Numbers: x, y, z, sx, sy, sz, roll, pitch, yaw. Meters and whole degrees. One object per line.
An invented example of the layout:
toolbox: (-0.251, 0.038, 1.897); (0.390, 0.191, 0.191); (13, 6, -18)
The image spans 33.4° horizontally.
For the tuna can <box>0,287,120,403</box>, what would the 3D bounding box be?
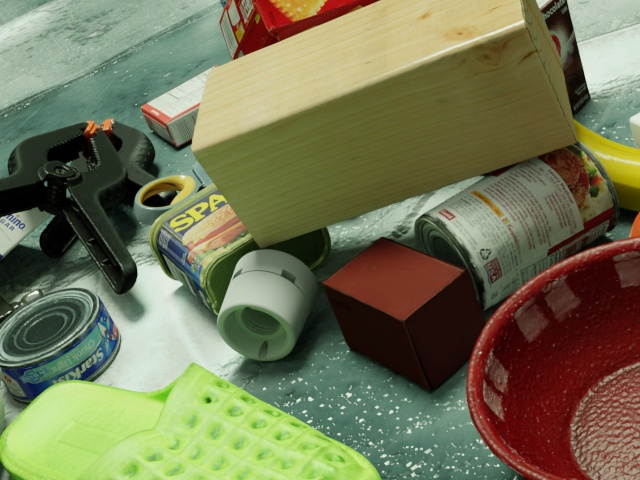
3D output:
tuna can: (-0.183, 0.070, 0.732); (0.086, 0.033, 0.086); (-16, 31, 10)

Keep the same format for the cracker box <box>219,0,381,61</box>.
cracker box: (0.029, -0.215, 0.925); (0.213, 0.072, 0.164); (-20, -2, -13)

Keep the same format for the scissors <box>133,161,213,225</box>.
scissors: (-0.078, -0.052, 0.871); (0.096, 0.016, 0.201); (16, 29, 17)

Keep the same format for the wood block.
wood block: (0.037, -0.083, 0.645); (0.206, 0.090, 0.090); (-19, 38, 20)

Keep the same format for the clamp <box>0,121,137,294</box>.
clamp: (-0.212, -0.039, 0.817); (0.164, 0.036, 0.210); (13, 30, -10)

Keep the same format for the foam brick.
foam brick: (0.049, 0.040, 0.612); (0.051, 0.053, 0.078); (-36, 33, -22)

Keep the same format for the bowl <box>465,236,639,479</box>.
bowl: (0.152, 0.068, 0.490); (0.162, 0.055, 0.162); (-19, 34, 13)

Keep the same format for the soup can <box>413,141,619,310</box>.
soup can: (0.115, -0.010, 0.633); (0.102, 0.068, 0.069); (-31, 31, -13)

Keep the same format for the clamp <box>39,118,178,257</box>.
clamp: (-0.189, -0.048, 0.922); (0.120, 0.039, 0.171); (-20, 33, -6)

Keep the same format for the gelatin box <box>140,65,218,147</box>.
gelatin box: (-0.115, -0.127, 1.006); (0.089, 0.030, 0.073); (-31, 30, -16)

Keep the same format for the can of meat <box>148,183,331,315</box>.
can of meat: (-0.055, 0.001, 0.739); (0.102, 0.057, 0.084); (-33, 35, -17)
